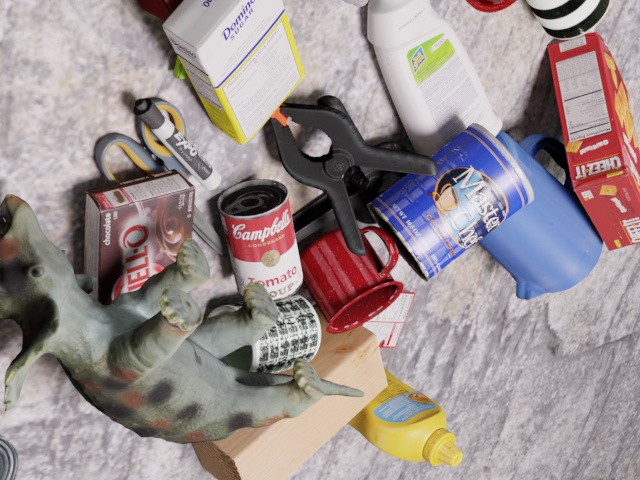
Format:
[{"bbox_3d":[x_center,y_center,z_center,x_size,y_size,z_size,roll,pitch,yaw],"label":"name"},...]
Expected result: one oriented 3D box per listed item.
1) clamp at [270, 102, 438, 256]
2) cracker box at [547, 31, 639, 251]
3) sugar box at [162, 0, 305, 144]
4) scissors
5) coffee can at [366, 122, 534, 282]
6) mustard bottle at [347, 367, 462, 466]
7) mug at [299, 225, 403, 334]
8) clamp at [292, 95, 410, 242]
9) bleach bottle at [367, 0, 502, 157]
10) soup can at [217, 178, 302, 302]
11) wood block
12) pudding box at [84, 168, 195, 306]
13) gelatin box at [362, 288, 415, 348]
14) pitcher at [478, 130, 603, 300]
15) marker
[{"bbox_3d":[0.015,-0.065,1.030,0.171,0.039,0.120,30,98,-9],"label":"clamp"},{"bbox_3d":[0.345,-0.120,1.295,0.164,0.072,0.213,43,37,-50],"label":"cracker box"},{"bbox_3d":[-0.068,-0.159,0.898,0.093,0.048,0.176,-51,159,-11],"label":"sugar box"},{"bbox_3d":[-0.123,-0.058,0.970,0.201,0.016,0.096,32,88,-51],"label":"scissors"},{"bbox_3d":[0.134,-0.040,1.106,0.140,0.103,0.102,-38,138,-2],"label":"coffee can"},{"bbox_3d":[0.083,0.198,1.206,0.096,0.192,0.058,-13,122,-42],"label":"mustard bottle"},{"bbox_3d":[0.034,0.032,1.110,0.093,0.081,0.117,-6,148,-49],"label":"mug"},{"bbox_3d":[0.037,-0.055,1.126,0.209,0.036,0.165,13,108,-49],"label":"clamp"},{"bbox_3d":[0.112,-0.185,1.107,0.102,0.068,0.250,-45,136,-15],"label":"bleach bottle"},{"bbox_3d":[-0.057,0.001,1.029,0.068,0.069,0.102,-32,129,-30],"label":"soup can"},{"bbox_3d":[-0.035,0.173,1.147,0.205,0.090,0.091,-39,137,-25],"label":"wood block"},{"bbox_3d":[-0.159,0.000,0.931,0.089,0.039,0.113,-18,132,-32],"label":"pudding box"},{"bbox_3d":[0.064,0.087,1.247,0.089,0.030,0.073,6,107,-49],"label":"gelatin box"},{"bbox_3d":[0.239,-0.047,1.283,0.145,0.149,0.242,-28,143,22],"label":"pitcher"},{"bbox_3d":[-0.124,-0.083,0.924,0.020,0.020,0.121,-52,140,-10],"label":"marker"}]
